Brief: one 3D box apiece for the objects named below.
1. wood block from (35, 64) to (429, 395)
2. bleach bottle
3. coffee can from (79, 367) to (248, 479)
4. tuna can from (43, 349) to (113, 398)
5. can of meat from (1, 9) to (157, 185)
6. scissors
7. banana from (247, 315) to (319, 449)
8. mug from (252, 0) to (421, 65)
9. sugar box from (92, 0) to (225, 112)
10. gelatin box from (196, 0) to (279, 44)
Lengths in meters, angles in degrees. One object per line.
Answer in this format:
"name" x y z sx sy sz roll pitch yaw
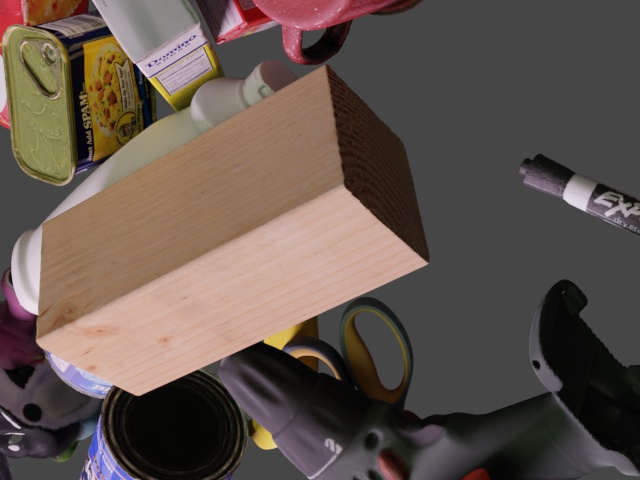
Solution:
"wood block" -0.054 0.001 0.608 0.206 0.090 0.091 -26 50 23
"bleach bottle" -0.102 -0.031 0.684 0.251 0.102 0.068 -41 51 40
"coffee can" -0.119 0.166 0.771 0.103 0.102 0.140 42 138 14
"tuna can" -0.157 0.070 0.781 0.086 0.086 0.034 49 129 9
"can of meat" -0.155 -0.098 0.703 0.058 0.083 0.102 18 120 31
"scissors" 0.032 0.134 0.693 0.096 0.016 0.202 -9 106 11
"banana" -0.030 0.072 0.718 0.070 0.037 0.198 24 123 26
"mug" 0.005 -0.147 0.561 0.093 0.081 0.117 33 126 21
"sugar box" -0.098 -0.130 0.598 0.048 0.176 0.093 -32 89 1
"gelatin box" -0.047 -0.162 0.599 0.030 0.073 0.089 -23 96 41
